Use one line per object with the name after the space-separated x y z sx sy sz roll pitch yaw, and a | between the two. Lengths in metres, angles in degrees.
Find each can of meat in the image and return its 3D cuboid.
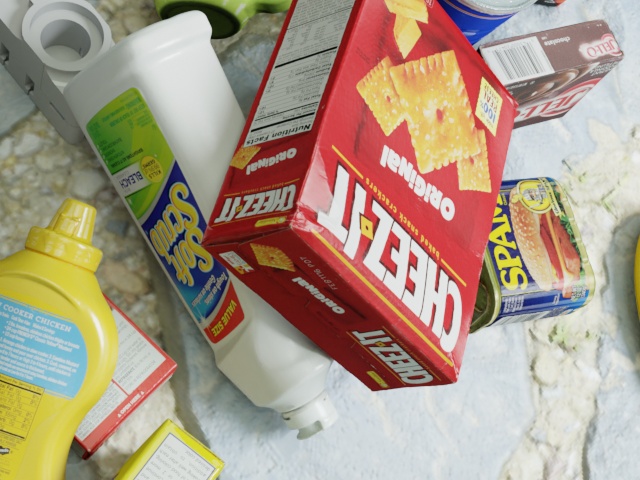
0.130 0.007 0.732 0.083 0.058 0.102 -6 70 -24 | can of meat

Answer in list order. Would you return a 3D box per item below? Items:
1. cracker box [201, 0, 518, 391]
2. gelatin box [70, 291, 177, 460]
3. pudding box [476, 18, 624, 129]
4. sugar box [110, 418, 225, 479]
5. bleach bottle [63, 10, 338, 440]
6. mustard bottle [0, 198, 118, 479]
0.036 -0.044 0.629 0.164 0.072 0.213 43 50 -36 | cracker box
-0.141 0.071 0.625 0.089 0.030 0.073 44 63 3 | gelatin box
0.148 -0.113 0.769 0.113 0.090 0.039 -14 72 -23 | pudding box
-0.125 0.180 0.549 0.048 0.093 0.176 40 61 1 | sugar box
-0.054 0.001 0.626 0.067 0.103 0.251 -32 97 -41 | bleach bottle
-0.162 0.069 0.567 0.096 0.058 0.191 19 84 4 | mustard bottle
